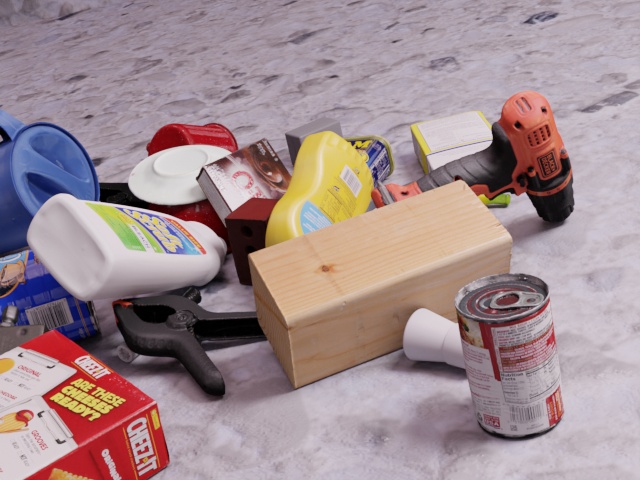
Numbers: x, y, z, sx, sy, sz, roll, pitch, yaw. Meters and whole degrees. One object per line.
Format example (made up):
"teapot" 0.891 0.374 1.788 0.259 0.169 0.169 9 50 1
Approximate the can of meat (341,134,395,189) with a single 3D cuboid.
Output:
"can of meat" 0.027 -0.081 1.272 0.102 0.057 0.083 -2 28 26

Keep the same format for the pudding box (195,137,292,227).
"pudding box" -0.071 -0.047 1.183 0.089 0.113 0.039 -28 -11 -32

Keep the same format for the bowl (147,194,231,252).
"bowl" -0.134 -0.047 1.243 0.162 0.055 0.162 -5 34 3

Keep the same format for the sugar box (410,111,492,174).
"sugar box" 0.166 -0.100 1.254 0.093 0.048 0.176 -13 27 1

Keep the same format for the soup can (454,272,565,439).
"soup can" 0.139 0.084 0.776 0.068 0.102 0.068 -11 23 5

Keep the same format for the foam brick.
"foam brick" -0.057 0.001 1.102 0.053 0.078 0.051 4 27 35

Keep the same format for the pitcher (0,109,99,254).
"pitcher" -0.398 -0.051 1.270 0.243 0.149 0.144 -18 -15 31

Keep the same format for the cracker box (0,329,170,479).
"cracker box" -0.250 0.169 0.820 0.213 0.072 0.164 -28 35 -33

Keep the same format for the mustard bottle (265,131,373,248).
"mustard bottle" -0.008 -0.012 1.066 0.058 0.096 0.191 -8 45 36

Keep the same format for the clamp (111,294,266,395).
"clamp" -0.115 0.082 0.986 0.172 0.039 0.120 22 32 34

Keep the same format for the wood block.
"wood block" 0.052 0.035 0.923 0.206 0.090 0.091 -19 45 -14

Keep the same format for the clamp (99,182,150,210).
"clamp" -0.257 -0.033 1.340 0.164 0.036 0.210 -29 31 -34

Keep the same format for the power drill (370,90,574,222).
"power drill" 0.153 -0.042 1.025 0.187 0.184 0.057 -30 50 3

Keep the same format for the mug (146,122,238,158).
"mug" -0.173 -0.109 1.358 0.117 0.093 0.081 21 13 34

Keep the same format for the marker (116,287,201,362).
"marker" -0.155 0.081 1.049 0.020 0.020 0.120 2 27 32

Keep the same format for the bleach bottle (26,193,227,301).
"bleach bottle" -0.173 0.006 1.070 0.068 0.103 0.250 -49 -18 17

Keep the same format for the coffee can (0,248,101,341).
"coffee can" -0.300 0.065 1.056 0.140 0.103 0.103 -18 23 -10
